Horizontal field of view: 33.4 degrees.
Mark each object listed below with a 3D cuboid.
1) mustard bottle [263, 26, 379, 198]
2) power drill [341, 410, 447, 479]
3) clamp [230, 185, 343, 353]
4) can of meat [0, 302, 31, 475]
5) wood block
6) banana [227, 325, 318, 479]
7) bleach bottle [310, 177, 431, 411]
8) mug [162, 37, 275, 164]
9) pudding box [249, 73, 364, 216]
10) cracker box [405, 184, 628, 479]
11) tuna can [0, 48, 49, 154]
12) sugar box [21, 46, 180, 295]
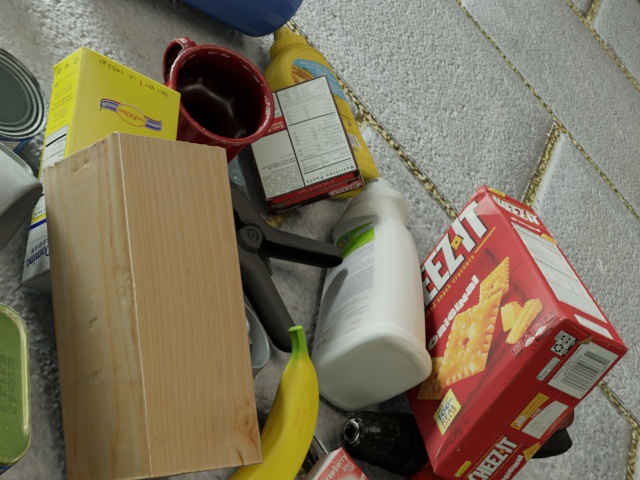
[{"bbox_3d":[-0.010,-0.136,1.070,0.096,0.058,0.192,8,54,-47],"label":"mustard bottle"},{"bbox_3d":[0.101,0.228,0.860,0.184,0.057,0.188,19,45,-42],"label":"power drill"},{"bbox_3d":[-0.056,0.001,0.886,0.171,0.039,0.120,47,38,-7],"label":"clamp"},{"bbox_3d":[-0.202,0.091,0.579,0.057,0.084,0.102,21,44,-40],"label":"can of meat"},{"bbox_3d":[-0.109,0.046,0.679,0.090,0.090,0.206,4,73,-46],"label":"wood block"},{"bbox_3d":[-0.042,0.151,0.760,0.069,0.037,0.197,53,39,-23],"label":"banana"},{"bbox_3d":[0.049,0.028,0.945,0.068,0.103,0.250,42,34,-26],"label":"bleach bottle"},{"bbox_3d":[-0.102,-0.112,0.887,0.093,0.082,0.117,-19,77,-38],"label":"mug"},{"bbox_3d":[-0.019,-0.088,0.978,0.039,0.090,0.113,71,2,-66],"label":"pudding box"},{"bbox_3d":[0.137,0.075,0.876,0.072,0.164,0.214,26,23,-23],"label":"cracker box"},{"bbox_3d":[-0.240,-0.099,0.761,0.086,0.034,0.086,33,37,-30],"label":"tuna can"},{"bbox_3d":[-0.153,-0.041,0.766,0.093,0.048,0.176,22,57,-40],"label":"sugar box"}]
